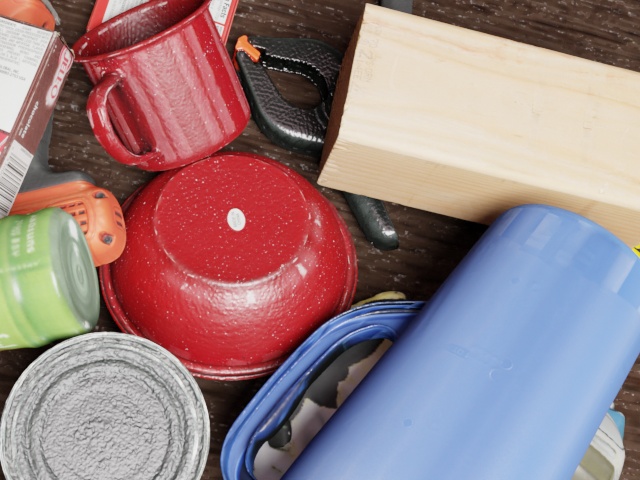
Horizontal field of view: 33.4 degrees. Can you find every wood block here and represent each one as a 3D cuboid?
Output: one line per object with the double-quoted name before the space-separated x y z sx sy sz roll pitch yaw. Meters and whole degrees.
"wood block" 0.111 -0.064 0.661 0.206 0.091 0.090 13 73 -6

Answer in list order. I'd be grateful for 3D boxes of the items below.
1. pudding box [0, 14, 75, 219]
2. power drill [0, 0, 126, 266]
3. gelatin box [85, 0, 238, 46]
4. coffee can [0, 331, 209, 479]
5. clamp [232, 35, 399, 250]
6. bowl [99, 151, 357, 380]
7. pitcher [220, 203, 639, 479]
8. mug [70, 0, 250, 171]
"pudding box" -0.200 -0.073 0.589 0.090 0.039 0.113 19 78 9
"power drill" -0.217 -0.055 0.636 0.184 0.057 0.187 -12 77 1
"gelatin box" -0.103 -0.151 0.711 0.089 0.030 0.073 17 72 -10
"coffee can" -0.121 0.110 0.586 0.102 0.140 0.103 3 76 -13
"clamp" 0.010 -0.073 0.716 0.171 0.039 0.120 25 68 -2
"bowl" -0.054 0.001 0.647 0.162 0.055 0.162 3 58 -5
"pitcher" 0.072 0.094 0.579 0.149 0.145 0.242 46 67 -17
"mug" -0.098 -0.089 0.641 0.117 0.093 0.081 -57 133 -48
